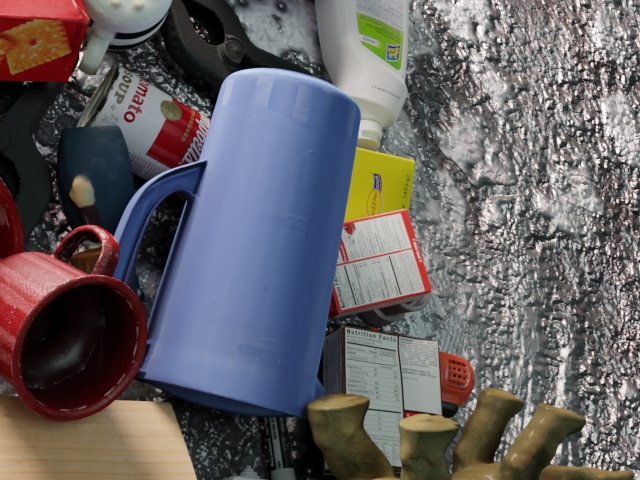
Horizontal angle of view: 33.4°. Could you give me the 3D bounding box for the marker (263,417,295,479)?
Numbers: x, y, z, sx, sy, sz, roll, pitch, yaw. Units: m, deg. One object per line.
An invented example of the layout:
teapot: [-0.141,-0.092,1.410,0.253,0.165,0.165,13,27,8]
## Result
marker: [-0.037,0.136,0.842,0.020,0.020,0.121,3,68,-34]

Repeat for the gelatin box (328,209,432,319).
gelatin box: [0.038,0.020,0.873,0.089,0.030,0.073,-12,77,-20]

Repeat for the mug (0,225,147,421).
mug: [-0.165,0.044,0.671,0.093,0.082,0.117,26,87,-46]

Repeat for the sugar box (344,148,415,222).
sugar box: [-0.006,-0.039,0.905,0.175,0.048,0.093,9,87,-33]

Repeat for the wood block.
wood block: [-0.190,0.158,0.662,0.205,0.091,0.090,8,36,-32]

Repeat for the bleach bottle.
bleach bottle: [0.036,-0.204,1.012,0.102,0.068,0.251,14,65,-29]

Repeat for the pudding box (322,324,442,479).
pudding box: [0.048,0.127,0.822,0.089,0.039,0.113,11,61,-23]

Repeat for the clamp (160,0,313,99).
clamp: [-0.082,-0.147,0.914,0.171,0.039,0.120,38,49,-24]

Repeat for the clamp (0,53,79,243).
clamp: [-0.254,-0.075,0.772,0.164,0.036,0.210,9,61,-30]

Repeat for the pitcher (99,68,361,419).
pitcher: [-0.055,0.001,0.774,0.149,0.145,0.243,39,62,-67]

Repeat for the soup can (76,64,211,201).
soup can: [-0.133,-0.084,0.840,0.102,0.069,0.068,30,56,-20]
